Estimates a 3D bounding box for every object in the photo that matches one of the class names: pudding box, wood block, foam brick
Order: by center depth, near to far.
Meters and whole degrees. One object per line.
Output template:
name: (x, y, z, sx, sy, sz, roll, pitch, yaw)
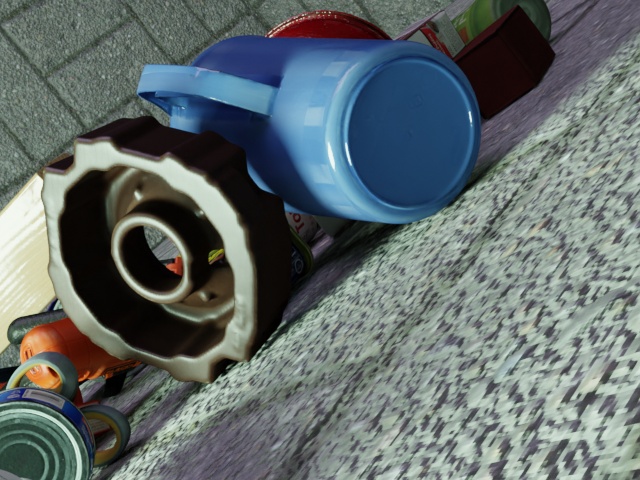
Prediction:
foam brick: (0.141, -0.139, 0.829, 0.053, 0.051, 0.078, -35, 8, 35)
pudding box: (0.085, -0.121, 0.847, 0.039, 0.090, 0.113, -22, 17, 46)
wood block: (-0.289, 0.025, 1.024, 0.206, 0.091, 0.090, -44, 9, 16)

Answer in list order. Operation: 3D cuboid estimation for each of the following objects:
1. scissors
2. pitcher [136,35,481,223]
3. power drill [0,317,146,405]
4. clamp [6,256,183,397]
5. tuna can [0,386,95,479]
scissors: (-0.191, 0.158, 0.732, 0.202, 0.096, 0.016, -65, -3, 33)
pitcher: (-0.011, -0.079, 0.719, 0.149, 0.145, 0.243, -30, 19, -20)
power drill: (-0.185, 0.100, 0.851, 0.184, 0.057, 0.188, -11, -21, -48)
clamp: (-0.172, 0.076, 0.928, 0.172, 0.120, 0.039, -27, 44, 21)
tuna can: (-0.185, 0.136, 0.665, 0.086, 0.086, 0.034, -40, 9, -2)
